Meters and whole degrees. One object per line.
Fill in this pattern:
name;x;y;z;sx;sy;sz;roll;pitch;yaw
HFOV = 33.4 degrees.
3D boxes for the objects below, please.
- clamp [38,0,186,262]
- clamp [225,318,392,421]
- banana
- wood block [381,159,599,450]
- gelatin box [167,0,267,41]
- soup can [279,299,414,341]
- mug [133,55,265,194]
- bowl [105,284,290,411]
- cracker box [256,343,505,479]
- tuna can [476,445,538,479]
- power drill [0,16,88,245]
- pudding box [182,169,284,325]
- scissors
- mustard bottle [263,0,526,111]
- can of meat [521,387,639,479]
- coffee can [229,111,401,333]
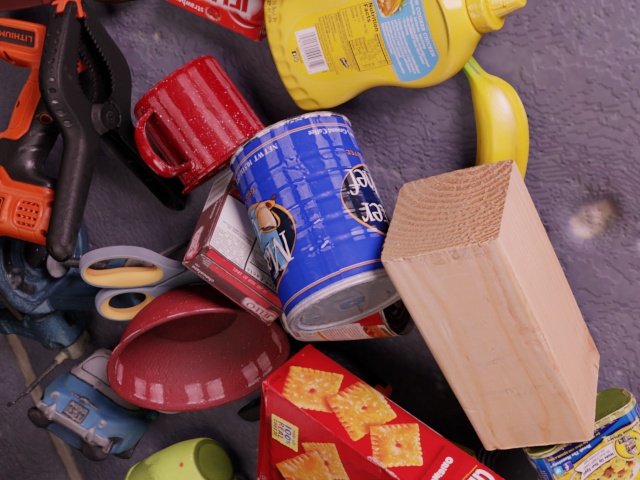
clamp;-0.182;-0.099;0.900;0.036;0.164;0.210;-3;98;32
clamp;-0.017;0.138;0.997;0.172;0.039;0.120;18;129;26
banana;0.123;-0.043;0.818;0.070;0.037;0.198;38;133;43
wood block;0.132;0.053;0.795;0.090;0.090;0.206;-12;127;27
gelatin box;-0.072;-0.206;0.830;0.089;0.030;0.073;27;127;13
soup can;0.023;0.050;0.904;0.102;0.068;0.068;-6;114;32
mug;-0.105;-0.092;0.865;0.081;0.117;0.093;54;136;-3
bowl;-0.110;0.087;0.942;0.162;0.055;0.162;-9;143;-7
cracker box;0.042;0.213;0.910;0.214;0.072;0.164;34;139;26
tuna can;0.181;0.194;0.922;0.086;0.033;0.086;14;123;22
power drill;-0.282;-0.099;0.937;0.185;0.057;0.187;13;90;20
pudding box;-0.056;0.001;0.877;0.090;0.113;0.039;38;130;-20
scissors;-0.113;0.040;0.941;0.201;0.016;0.096;5;135;-18
mustard bottle;0.056;-0.156;0.769;0.192;0.058;0.096;-7;110;33
can of meat;0.222;0.177;0.854;0.102;0.057;0.084;-29;101;-1
coffee can;0.000;-0.013;0.822;0.103;0.102;0.140;-37;66;38
